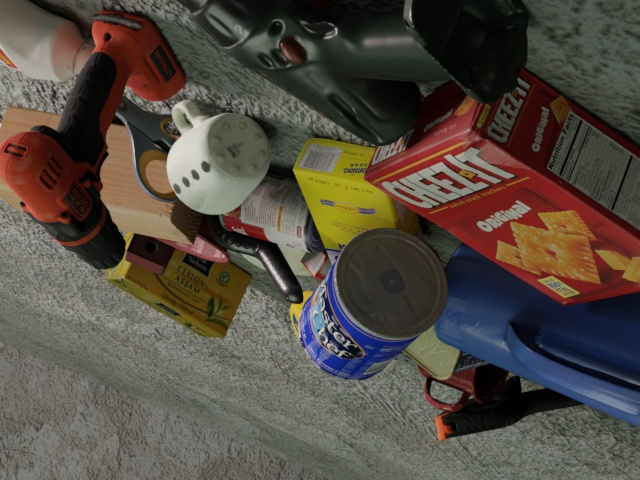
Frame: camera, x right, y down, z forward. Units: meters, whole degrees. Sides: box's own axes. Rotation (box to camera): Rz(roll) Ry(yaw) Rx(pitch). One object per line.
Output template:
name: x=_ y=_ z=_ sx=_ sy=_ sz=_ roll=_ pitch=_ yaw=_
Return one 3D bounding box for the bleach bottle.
bleach bottle: x=-0.310 y=-0.201 z=0.938 sx=0.251 sy=0.068 sz=0.102 roll=21 pitch=162 yaw=2

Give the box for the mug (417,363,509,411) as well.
mug: x=0.159 y=0.141 z=1.224 sx=0.082 sy=0.117 sz=0.093 roll=17 pitch=162 yaw=35

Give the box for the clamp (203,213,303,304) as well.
clamp: x=-0.057 y=0.001 z=1.116 sx=0.171 sy=0.120 sz=0.039 roll=21 pitch=128 yaw=14

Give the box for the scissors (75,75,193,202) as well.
scissors: x=-0.190 y=-0.107 z=1.011 sx=0.201 sy=0.096 sz=0.016 roll=25 pitch=167 yaw=-15

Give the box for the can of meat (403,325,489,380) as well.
can of meat: x=0.135 y=0.097 z=1.140 sx=0.083 sy=0.057 sz=0.102 roll=-8 pitch=-146 yaw=-42

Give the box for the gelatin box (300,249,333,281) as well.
gelatin box: x=0.022 y=0.036 z=1.188 sx=0.073 sy=0.030 sz=0.089 roll=29 pitch=-176 yaw=-14

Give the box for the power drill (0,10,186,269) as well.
power drill: x=-0.182 y=-0.084 z=0.906 sx=0.057 sy=0.187 sz=0.184 roll=15 pitch=158 yaw=20

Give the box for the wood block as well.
wood block: x=-0.225 y=-0.068 z=1.099 sx=0.206 sy=0.091 sz=0.090 roll=11 pitch=166 yaw=13

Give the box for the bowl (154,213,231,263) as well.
bowl: x=-0.165 y=-0.033 z=1.212 sx=0.162 sy=0.055 sz=0.162 roll=23 pitch=168 yaw=5

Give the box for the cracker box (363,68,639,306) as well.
cracker box: x=0.163 y=-0.034 z=0.808 sx=0.213 sy=0.072 sz=0.164 roll=30 pitch=160 yaw=-17

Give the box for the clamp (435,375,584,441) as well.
clamp: x=0.226 y=0.194 z=1.253 sx=0.209 sy=0.036 sz=0.165 roll=-12 pitch=-179 yaw=-39

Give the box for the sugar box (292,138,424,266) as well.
sugar box: x=0.041 y=-0.021 z=0.997 sx=0.093 sy=0.048 sz=0.176 roll=13 pitch=150 yaw=23

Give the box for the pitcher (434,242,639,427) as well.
pitcher: x=0.224 y=0.081 z=0.948 sx=0.243 sy=0.145 sz=0.149 roll=19 pitch=160 yaw=24

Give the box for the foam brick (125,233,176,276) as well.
foam brick: x=-0.201 y=-0.004 z=1.313 sx=0.053 sy=0.078 sz=0.051 roll=23 pitch=161 yaw=-5

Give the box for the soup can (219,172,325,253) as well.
soup can: x=-0.041 y=-0.031 z=1.063 sx=0.102 sy=0.068 sz=0.068 roll=15 pitch=160 yaw=25

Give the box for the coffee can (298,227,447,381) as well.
coffee can: x=0.045 y=0.062 z=0.982 sx=0.103 sy=0.102 sz=0.140 roll=25 pitch=153 yaw=-4
